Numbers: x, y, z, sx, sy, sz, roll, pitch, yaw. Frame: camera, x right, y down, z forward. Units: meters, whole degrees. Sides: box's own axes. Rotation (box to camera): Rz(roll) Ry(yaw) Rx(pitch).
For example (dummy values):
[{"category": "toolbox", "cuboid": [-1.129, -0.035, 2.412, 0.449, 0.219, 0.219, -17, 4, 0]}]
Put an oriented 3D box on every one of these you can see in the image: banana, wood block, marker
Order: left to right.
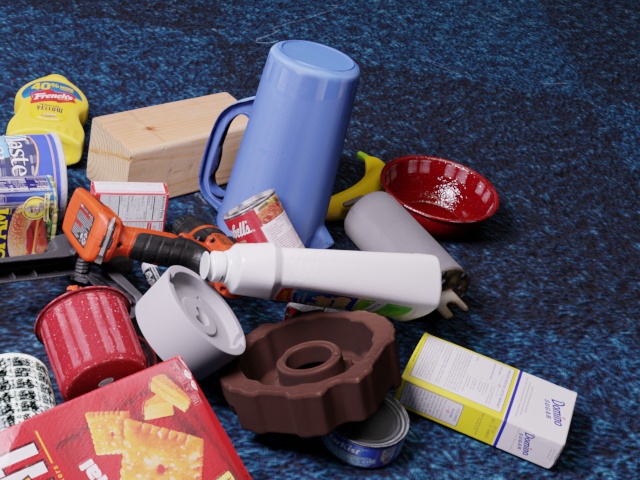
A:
[{"category": "marker", "cuboid": [-0.184, 0.047, 1.191, 0.020, 0.020, 0.121, -5, 37, -26]}, {"category": "wood block", "cuboid": [-0.185, -0.118, 1.373, 0.205, 0.090, 0.091, -18, 45, -39]}, {"category": "banana", "cuboid": [0.051, -0.067, 1.433, 0.070, 0.037, 0.197, 4, 27, 22]}]

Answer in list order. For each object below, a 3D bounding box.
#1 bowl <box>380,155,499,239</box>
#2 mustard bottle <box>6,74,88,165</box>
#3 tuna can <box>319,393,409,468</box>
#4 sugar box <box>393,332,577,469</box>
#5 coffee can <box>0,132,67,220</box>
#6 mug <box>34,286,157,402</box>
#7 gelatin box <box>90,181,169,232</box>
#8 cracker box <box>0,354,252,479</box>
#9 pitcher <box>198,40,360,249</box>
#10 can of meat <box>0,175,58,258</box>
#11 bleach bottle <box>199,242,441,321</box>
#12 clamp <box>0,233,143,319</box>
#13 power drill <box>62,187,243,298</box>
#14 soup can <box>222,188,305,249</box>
[{"category": "bowl", "cuboid": [0.153, -0.050, 1.419, 0.162, 0.055, 0.162, 9, 33, -6]}, {"category": "mustard bottle", "cuboid": [-0.358, -0.169, 1.417, 0.096, 0.058, 0.191, 6, 33, -11]}, {"category": "tuna can", "cuboid": [0.042, 0.184, 1.052, 0.086, 0.034, 0.086, 9, 33, -6]}, {"category": "sugar box", "cuboid": [0.173, 0.166, 1.116, 0.176, 0.048, 0.093, 24, 34, 10]}, {"category": "coffee can", "cuboid": [-0.371, -0.070, 1.223, 0.140, 0.103, 0.103, -5, 37, -25]}, {"category": "mug", "cuboid": [-0.201, 0.105, 0.996, 0.117, 0.093, 0.081, 21, 32, -47]}, {"category": "gelatin box", "cuboid": [-0.224, -0.032, 1.244, 0.089, 0.073, 0.030, -1, 35, -20]}, {"category": "cracker box", "cuboid": [-0.167, 0.205, 0.857, 0.213, 0.072, 0.164, -20, 74, -42]}, {"category": "pitcher", "cuboid": [-0.044, -0.112, 1.272, 0.149, 0.243, 0.145, 3, 30, -25]}, {"category": "can of meat", "cuboid": [-0.336, -0.023, 1.168, 0.083, 0.102, 0.057, -4, 37, -29]}, {"category": "bleach bottle", "cuboid": [-0.004, 0.039, 1.109, 0.250, 0.103, 0.068, 6, 75, -23]}, {"category": "clamp", "cuboid": [-0.261, 0.024, 1.127, 0.164, 0.036, 0.210, 13, 15, -9]}, {"category": "power drill", "cuboid": [-0.177, -0.004, 1.153, 0.187, 0.057, 0.185, 14, 11, -31]}, {"category": "soup can", "cuboid": [-0.058, 0.001, 1.213, 0.068, 0.102, 0.068, -27, 11, 6]}]
